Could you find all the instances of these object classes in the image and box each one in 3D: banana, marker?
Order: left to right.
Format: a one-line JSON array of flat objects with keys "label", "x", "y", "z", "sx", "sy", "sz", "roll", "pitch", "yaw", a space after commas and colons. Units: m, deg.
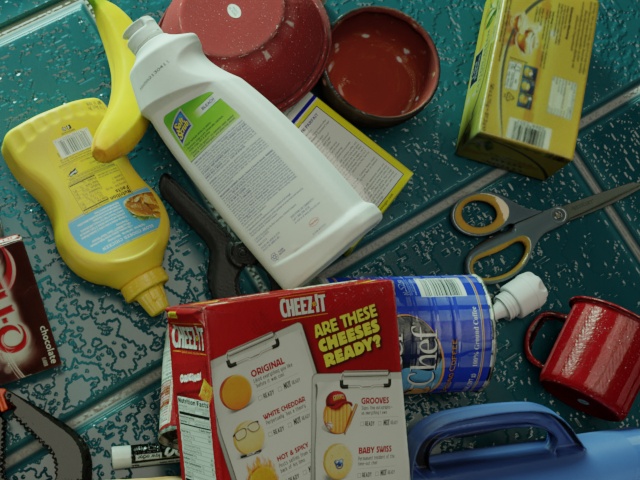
[{"label": "banana", "x": -0.174, "y": -0.137, "z": 0.921, "sx": 0.069, "sy": 0.037, "sz": 0.198, "roll": 10, "pitch": 49, "yaw": -33}, {"label": "marker", "x": -0.112, "y": 0.175, "z": 0.889, "sx": 0.121, "sy": 0.020, "sz": 0.020, "roll": -4, "pitch": 77, "yaw": -12}]

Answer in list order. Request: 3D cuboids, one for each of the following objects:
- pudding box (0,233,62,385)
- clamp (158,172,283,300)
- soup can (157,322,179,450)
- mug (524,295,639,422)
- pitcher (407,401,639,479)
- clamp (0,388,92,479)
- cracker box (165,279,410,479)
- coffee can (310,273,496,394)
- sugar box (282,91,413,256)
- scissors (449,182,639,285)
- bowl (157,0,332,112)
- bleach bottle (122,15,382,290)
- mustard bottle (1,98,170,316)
[{"label": "pudding box", "x": -0.268, "y": 0.060, "z": 0.858, "sx": 0.090, "sy": 0.039, "sz": 0.113, "roll": -18, "pitch": 105, "yaw": -15}, {"label": "clamp", "x": -0.056, "y": 0.001, "z": 0.917, "sx": 0.120, "sy": 0.039, "sz": 0.171, "roll": -22, "pitch": 93, "yaw": 13}, {"label": "soup can", "x": -0.095, "y": 0.115, "z": 0.872, "sx": 0.068, "sy": 0.069, "sz": 0.102, "roll": 5, "pitch": 62, "yaw": -10}, {"label": "mug", "x": 0.236, "y": 0.103, "z": 0.948, "sx": 0.117, "sy": 0.093, "sz": 0.081, "roll": 23, "pitch": 75, "yaw": 27}, {"label": "pitcher", "x": 0.170, "y": 0.216, "z": 0.876, "sx": 0.242, "sy": 0.149, "sz": 0.145, "roll": -8, "pitch": 62, "yaw": -17}, {"label": "clamp", "x": -0.207, "y": 0.214, "z": 0.851, "sx": 0.164, "sy": 0.036, "sz": 0.210, "roll": -15, "pitch": 84, "yaw": -16}, {"label": "cracker box", "x": -0.019, "y": 0.143, "z": 0.775, "sx": 0.163, "sy": 0.072, "sz": 0.214, "roll": -6, "pitch": 91, "yaw": -35}, {"label": "coffee can", "x": 0.065, "y": 0.080, "z": 0.905, "sx": 0.140, "sy": 0.103, "sz": 0.103, "roll": -1, "pitch": 76, "yaw": -12}, {"label": "sugar box", "x": -0.015, "y": -0.076, "z": 0.958, "sx": 0.176, "sy": 0.048, "sz": 0.093, "roll": 38, "pitch": 75, "yaw": 3}, {"label": "scissors", "x": 0.205, "y": -0.034, "z": 1.007, "sx": 0.201, "sy": 0.016, "sz": 0.096, "roll": -36, "pitch": 85, "yaw": -17}, {"label": "bowl", "x": -0.073, "y": -0.184, "z": 0.925, "sx": 0.162, "sy": 0.055, "sz": 0.162, "roll": -2, "pitch": 69, "yaw": 6}, {"label": "bleach bottle", "x": -0.067, "y": -0.083, "z": 0.865, "sx": 0.103, "sy": 0.068, "sz": 0.251, "roll": -40, "pitch": 85, "yaw": 15}, {"label": "mustard bottle", "x": -0.183, "y": -0.021, "z": 0.903, "sx": 0.096, "sy": 0.058, "sz": 0.191, "roll": -28, "pitch": 83, "yaw": -31}]
